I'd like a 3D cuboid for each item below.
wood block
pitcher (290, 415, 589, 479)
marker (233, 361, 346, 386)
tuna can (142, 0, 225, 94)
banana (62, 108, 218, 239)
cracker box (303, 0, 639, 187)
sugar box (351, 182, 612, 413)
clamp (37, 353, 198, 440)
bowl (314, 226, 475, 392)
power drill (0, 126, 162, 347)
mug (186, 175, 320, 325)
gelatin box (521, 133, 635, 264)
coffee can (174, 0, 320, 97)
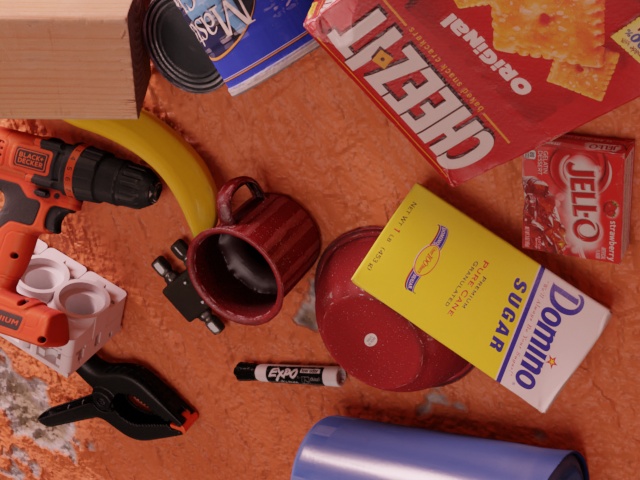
[{"bbox_3d":[-0.246,-0.155,0.855,0.206,0.090,0.091,0,124,0],"label":"wood block"},{"bbox_3d":[0.103,0.230,0.925,0.243,0.144,0.149,7,110,33],"label":"pitcher"},{"bbox_3d":[-0.032,0.125,1.004,0.121,0.020,0.020,-2,118,33],"label":"marker"},{"bbox_3d":[-0.097,-0.162,0.849,0.086,0.033,0.086,16,126,23],"label":"tuna can"},{"bbox_3d":[-0.150,-0.072,0.924,0.198,0.069,0.037,47,172,6],"label":"banana"},{"bbox_3d":[0.120,-0.144,0.677,0.214,0.072,0.164,-27,117,40],"label":"cracker box"},{"bbox_3d":[0.121,0.042,0.809,0.176,0.048,0.093,34,94,11],"label":"sugar box"},{"bbox_3d":[-0.228,0.152,1.133,0.210,0.036,0.164,11,124,24],"label":"clamp"},{"bbox_3d":[0.054,0.071,0.891,0.162,0.055,0.162,16,126,23],"label":"bowl"},{"bbox_3d":[-0.247,-0.001,0.981,0.184,0.057,0.187,15,90,16],"label":"power drill"},{"bbox_3d":[-0.056,0.001,0.897,0.093,0.081,0.117,-4,117,34],"label":"mug"},{"bbox_3d":[0.182,-0.032,0.760,0.073,0.030,0.089,10,124,26],"label":"gelatin box"},{"bbox_3d":[-0.057,-0.189,0.761,0.103,0.102,0.140,-22,105,40],"label":"coffee can"}]
